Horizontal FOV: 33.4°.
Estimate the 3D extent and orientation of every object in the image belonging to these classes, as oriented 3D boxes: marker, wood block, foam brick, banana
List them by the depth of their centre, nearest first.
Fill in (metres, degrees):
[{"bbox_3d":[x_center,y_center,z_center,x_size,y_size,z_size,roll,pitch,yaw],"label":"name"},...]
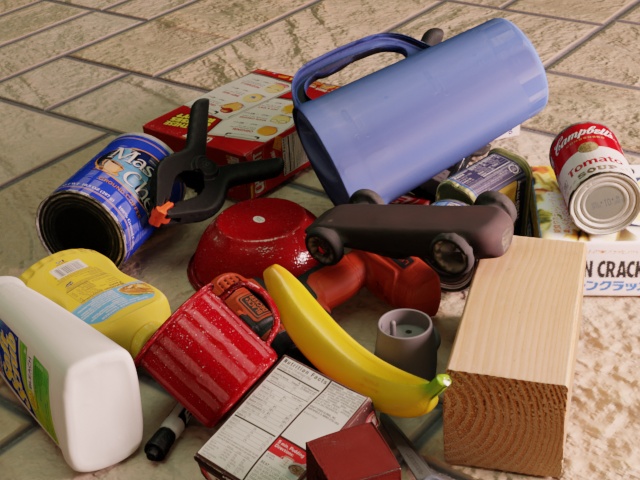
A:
[{"bbox_3d":[0.023,0.176,0.739,0.051,0.078,0.053,-12,31,-16],"label":"foam brick"},{"bbox_3d":[0.025,0.086,0.835,0.198,0.070,0.037,30,31,36],"label":"banana"},{"bbox_3d":[0.162,0.086,0.867,0.091,0.090,0.205,5,31,15],"label":"wood block"},{"bbox_3d":[-0.111,0.139,0.878,0.020,0.020,0.121,8,32,19],"label":"marker"}]

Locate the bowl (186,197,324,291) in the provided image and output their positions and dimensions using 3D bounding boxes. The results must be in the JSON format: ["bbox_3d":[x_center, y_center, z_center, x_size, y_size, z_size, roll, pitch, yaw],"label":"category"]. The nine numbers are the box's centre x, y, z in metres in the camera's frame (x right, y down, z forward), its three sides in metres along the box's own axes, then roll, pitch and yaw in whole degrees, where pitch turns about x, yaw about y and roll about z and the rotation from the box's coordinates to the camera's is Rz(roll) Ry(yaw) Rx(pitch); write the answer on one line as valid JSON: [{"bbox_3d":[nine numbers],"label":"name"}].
[{"bbox_3d":[-0.057,0.001,1.075,0.162,0.055,0.162,-4,30,2],"label":"bowl"}]

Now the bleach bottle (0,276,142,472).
[{"bbox_3d":[-0.241,0.097,0.907,0.067,0.102,0.251,-17,25,-35],"label":"bleach bottle"}]

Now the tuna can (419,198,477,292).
[{"bbox_3d":[0.123,0.006,1.014,0.086,0.086,0.033,19,39,34],"label":"tuna can"}]

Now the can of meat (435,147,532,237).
[{"bbox_3d":[0.159,-0.028,1.054,0.083,0.102,0.058,-29,44,-33],"label":"can of meat"}]

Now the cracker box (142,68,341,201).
[{"bbox_3d":[-0.080,-0.132,1.292,0.164,0.072,0.213,18,37,34],"label":"cracker box"}]

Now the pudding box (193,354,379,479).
[{"bbox_3d":[-0.025,0.149,0.802,0.090,0.039,0.113,22,55,37],"label":"pudding box"}]

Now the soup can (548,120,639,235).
[{"bbox_3d":[0.255,-0.059,0.993,0.068,0.068,0.102,-2,33,3],"label":"soup can"}]

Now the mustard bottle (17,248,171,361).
[{"bbox_3d":[-0.192,0.068,0.971,0.096,0.058,0.192,-25,36,-37],"label":"mustard bottle"}]

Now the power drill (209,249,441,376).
[{"bbox_3d":[0.014,0.065,0.952,0.187,0.057,0.185,-21,41,-28],"label":"power drill"}]

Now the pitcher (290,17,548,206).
[{"bbox_3d":[0.097,-0.135,1.081,0.242,0.149,0.145,-28,28,-7],"label":"pitcher"}]

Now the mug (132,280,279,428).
[{"bbox_3d":[-0.081,0.086,0.853,0.117,0.081,0.093,-47,-5,-3],"label":"mug"}]

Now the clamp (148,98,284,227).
[{"bbox_3d":[-0.113,-0.067,1.111,0.120,0.039,0.171,28,53,0],"label":"clamp"}]

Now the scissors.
[{"bbox_3d":[0.071,0.192,0.766,0.096,0.016,0.202,-22,34,-29],"label":"scissors"}]

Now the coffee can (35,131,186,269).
[{"bbox_3d":[-0.215,-0.038,1.114,0.103,0.103,0.140,7,32,18],"label":"coffee can"}]
